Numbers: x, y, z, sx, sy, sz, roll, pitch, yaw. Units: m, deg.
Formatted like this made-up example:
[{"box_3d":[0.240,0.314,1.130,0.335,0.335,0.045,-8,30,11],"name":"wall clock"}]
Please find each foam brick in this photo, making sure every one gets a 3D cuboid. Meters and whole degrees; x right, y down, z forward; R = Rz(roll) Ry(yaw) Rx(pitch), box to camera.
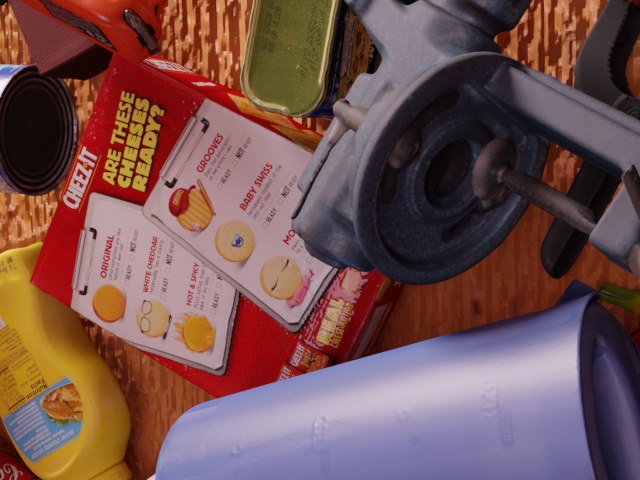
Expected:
[{"box_3d":[-0.163,-0.150,0.697,0.051,0.053,0.078,-26,85,22],"name":"foam brick"}]

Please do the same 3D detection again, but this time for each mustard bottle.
[{"box_3d":[-0.181,0.104,0.726,0.096,0.058,0.191,-33,83,31],"name":"mustard bottle"}]

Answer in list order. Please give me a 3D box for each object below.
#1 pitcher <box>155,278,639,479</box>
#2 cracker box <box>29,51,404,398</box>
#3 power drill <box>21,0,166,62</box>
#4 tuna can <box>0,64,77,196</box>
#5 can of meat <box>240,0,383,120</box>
[{"box_3d":[0.041,0.123,0.519,0.243,0.149,0.145,-16,99,28],"name":"pitcher"},{"box_3d":[-0.054,0.001,0.659,0.214,0.072,0.164,28,105,18],"name":"cracker box"},{"box_3d":[-0.111,-0.214,0.635,0.185,0.057,0.187,31,83,19],"name":"power drill"},{"box_3d":[-0.198,-0.073,0.701,0.034,0.086,0.086,5,97,23],"name":"tuna can"},{"box_3d":[-0.001,-0.120,0.618,0.057,0.083,0.102,13,101,20],"name":"can of meat"}]
